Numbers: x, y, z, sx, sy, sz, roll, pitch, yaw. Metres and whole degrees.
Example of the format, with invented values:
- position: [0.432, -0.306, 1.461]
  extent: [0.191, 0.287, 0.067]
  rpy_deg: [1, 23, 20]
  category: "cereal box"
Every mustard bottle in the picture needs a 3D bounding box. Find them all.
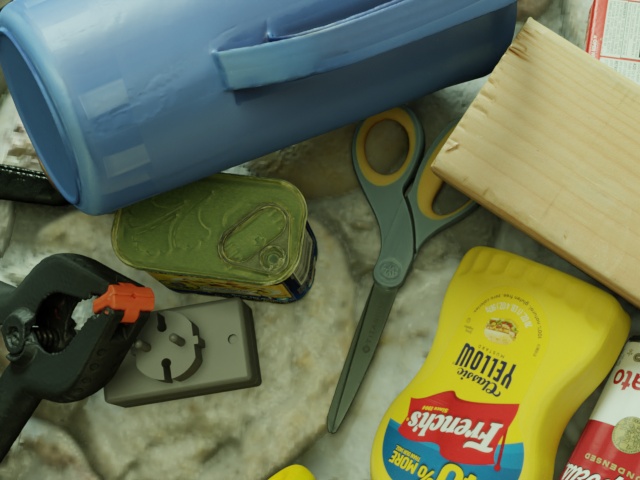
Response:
- position: [0.080, 0.103, 0.562]
  extent: [0.096, 0.058, 0.191]
  rpy_deg: [23, 81, 35]
  category: "mustard bottle"

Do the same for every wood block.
- position: [0.168, -0.016, 0.549]
  extent: [0.206, 0.090, 0.091]
  rpy_deg: [34, 96, 8]
  category: "wood block"

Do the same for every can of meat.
- position: [-0.054, 0.001, 0.593]
  extent: [0.102, 0.084, 0.057]
  rpy_deg: [7, 78, 8]
  category: "can of meat"

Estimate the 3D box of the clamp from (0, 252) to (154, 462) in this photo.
- position: [-0.155, 0.064, 0.581]
  extent: [0.172, 0.039, 0.120]
  rpy_deg: [-12, 84, 42]
  category: "clamp"

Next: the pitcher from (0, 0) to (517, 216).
- position: [-0.026, -0.104, 0.533]
  extent: [0.242, 0.149, 0.145]
  rpy_deg: [-26, 69, -20]
  category: "pitcher"

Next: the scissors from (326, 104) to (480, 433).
- position: [0.029, 0.002, 0.618]
  extent: [0.096, 0.016, 0.201]
  rpy_deg: [35, 83, 15]
  category: "scissors"
